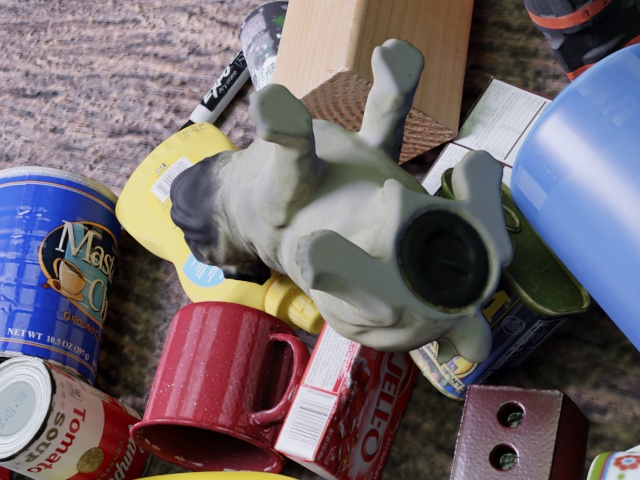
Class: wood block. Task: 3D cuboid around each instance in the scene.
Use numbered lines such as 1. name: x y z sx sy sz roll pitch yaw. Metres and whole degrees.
1. wood block: 0.039 -0.157 0.696 0.091 0.090 0.206 -25 47 49

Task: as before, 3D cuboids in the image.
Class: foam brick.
1. foam brick: 0.101 0.118 0.547 0.053 0.051 0.078 0 64 31

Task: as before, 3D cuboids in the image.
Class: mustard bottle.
1. mustard bottle: -0.054 0.001 0.704 0.096 0.058 0.192 -45 50 -5

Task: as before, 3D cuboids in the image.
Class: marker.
1. marker: -0.073 -0.112 0.806 0.020 0.020 0.121 33 84 39

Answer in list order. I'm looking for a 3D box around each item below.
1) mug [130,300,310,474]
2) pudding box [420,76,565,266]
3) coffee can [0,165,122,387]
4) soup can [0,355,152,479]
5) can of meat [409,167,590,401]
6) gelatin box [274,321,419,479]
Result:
1. mug: -0.050 0.086 0.630 0.117 0.093 0.081 -19 48 44
2. pudding box: 0.126 -0.038 0.630 0.114 0.039 0.090 31 83 37
3. coffee can: -0.198 0.033 0.745 0.103 0.102 0.140 -10 59 27
4. soup can: -0.162 0.121 0.674 0.069 0.102 0.068 -15 57 24
5. can of meat: 0.082 0.025 0.583 0.084 0.057 0.102 -52 57 33
6. gelatin box: 0.019 0.090 0.599 0.030 0.073 0.089 11 70 35
